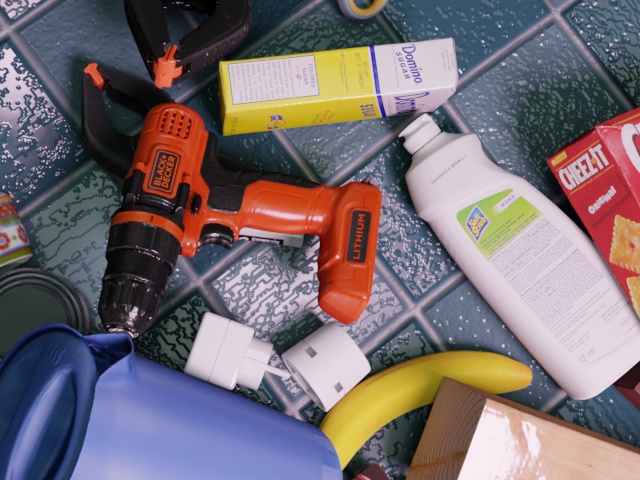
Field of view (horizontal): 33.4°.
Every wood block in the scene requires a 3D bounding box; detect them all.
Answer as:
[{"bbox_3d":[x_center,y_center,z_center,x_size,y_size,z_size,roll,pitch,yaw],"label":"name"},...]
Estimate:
[{"bbox_3d":[0.182,0.183,0.794,0.206,0.091,0.090,21,89,-13],"label":"wood block"}]

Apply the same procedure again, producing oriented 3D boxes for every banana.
[{"bbox_3d":[0.069,0.128,0.835,0.197,0.037,0.069,-29,106,-7],"label":"banana"}]

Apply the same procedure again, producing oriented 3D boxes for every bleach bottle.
[{"bbox_3d":[0.158,0.000,0.842,0.102,0.068,0.251,-39,87,-10],"label":"bleach bottle"}]

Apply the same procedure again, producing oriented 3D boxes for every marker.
[{"bbox_3d":[-0.073,-0.011,0.838,0.121,0.020,0.020,8,84,-5],"label":"marker"}]

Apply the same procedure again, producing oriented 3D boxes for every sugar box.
[{"bbox_3d":[0.010,-0.116,0.820,0.176,0.093,0.048,-5,86,-6],"label":"sugar box"}]

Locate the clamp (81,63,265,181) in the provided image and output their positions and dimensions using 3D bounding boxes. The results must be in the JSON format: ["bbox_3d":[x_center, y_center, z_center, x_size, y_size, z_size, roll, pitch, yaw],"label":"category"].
[{"bbox_3d":[-0.133,-0.059,0.818,0.171,0.039,0.120,41,60,7],"label":"clamp"}]

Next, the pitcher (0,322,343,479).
[{"bbox_3d":[-0.107,0.158,0.722,0.242,0.149,0.145,26,66,-41],"label":"pitcher"}]

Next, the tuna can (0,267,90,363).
[{"bbox_3d":[-0.219,0.064,0.808,0.086,0.034,0.086,1,85,-6],"label":"tuna can"}]

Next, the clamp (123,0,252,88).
[{"bbox_3d":[-0.101,-0.200,0.806,0.164,0.036,0.209,20,52,0],"label":"clamp"}]

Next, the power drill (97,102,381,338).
[{"bbox_3d":[-0.055,0.001,0.760,0.187,0.057,0.184,16,62,-12],"label":"power drill"}]
